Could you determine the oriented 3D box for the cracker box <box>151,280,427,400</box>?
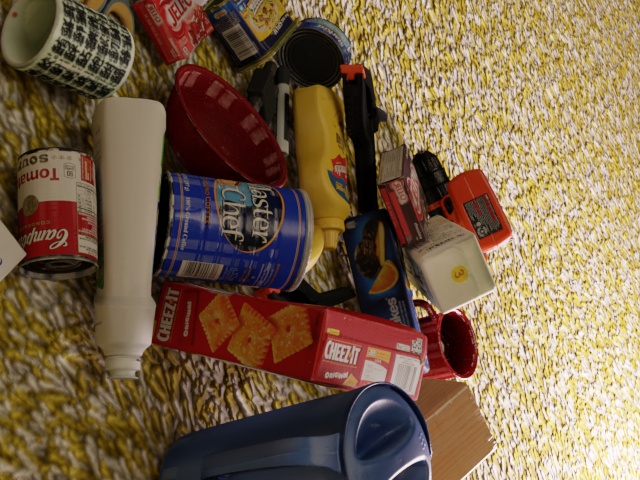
[{"bbox_3d":[-0.030,0.092,1.017,0.163,0.214,0.072,19,82,-48],"label":"cracker box"}]

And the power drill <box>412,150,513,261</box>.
[{"bbox_3d":[0.185,-0.046,1.421,0.184,0.057,0.188,63,-5,1],"label":"power drill"}]

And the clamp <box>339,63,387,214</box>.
[{"bbox_3d":[0.054,-0.138,1.322,0.210,0.036,0.164,66,26,-63],"label":"clamp"}]

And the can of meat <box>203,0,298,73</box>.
[{"bbox_3d":[-0.082,-0.256,1.235,0.084,0.058,0.102,55,40,-21],"label":"can of meat"}]

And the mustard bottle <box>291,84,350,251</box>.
[{"bbox_3d":[0.003,-0.081,1.270,0.096,0.058,0.191,41,43,-68],"label":"mustard bottle"}]

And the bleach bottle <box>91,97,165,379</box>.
[{"bbox_3d":[-0.179,0.002,0.981,0.068,0.103,0.251,3,78,-14],"label":"bleach bottle"}]

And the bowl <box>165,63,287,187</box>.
[{"bbox_3d":[-0.109,-0.104,1.112,0.162,0.055,0.162,42,24,-24],"label":"bowl"}]

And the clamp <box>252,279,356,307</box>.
[{"bbox_3d":[-0.008,0.078,1.212,0.171,0.039,0.120,38,31,-36],"label":"clamp"}]

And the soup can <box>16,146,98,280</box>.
[{"bbox_3d":[-0.230,-0.023,0.932,0.068,0.069,0.102,15,64,-50],"label":"soup can"}]

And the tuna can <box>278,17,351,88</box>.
[{"bbox_3d":[-0.006,-0.227,1.298,0.086,0.086,0.033,56,38,-22],"label":"tuna can"}]

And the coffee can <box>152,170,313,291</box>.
[{"bbox_3d":[-0.089,-0.008,1.035,0.140,0.103,0.103,7,67,-19],"label":"coffee can"}]

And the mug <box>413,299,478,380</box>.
[{"bbox_3d":[0.135,0.126,1.343,0.117,0.082,0.093,60,38,-17],"label":"mug"}]

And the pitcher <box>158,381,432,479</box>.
[{"bbox_3d":[-0.034,0.207,0.946,0.149,0.243,0.144,60,38,-17],"label":"pitcher"}]

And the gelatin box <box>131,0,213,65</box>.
[{"bbox_3d":[-0.155,-0.238,1.138,0.073,0.030,0.089,62,29,-22],"label":"gelatin box"}]

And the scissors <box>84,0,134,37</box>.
[{"bbox_3d":[-0.204,-0.271,1.114,0.096,0.016,0.201,56,39,-24],"label":"scissors"}]

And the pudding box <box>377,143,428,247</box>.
[{"bbox_3d":[0.102,-0.056,1.303,0.113,0.039,0.090,-82,153,-64],"label":"pudding box"}]

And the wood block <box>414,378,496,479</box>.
[{"bbox_3d":[0.081,0.244,1.156,0.205,0.090,0.091,-34,105,-30],"label":"wood block"}]

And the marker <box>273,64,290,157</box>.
[{"bbox_3d":[-0.046,-0.156,1.272,0.020,0.020,0.121,27,56,-45],"label":"marker"}]
